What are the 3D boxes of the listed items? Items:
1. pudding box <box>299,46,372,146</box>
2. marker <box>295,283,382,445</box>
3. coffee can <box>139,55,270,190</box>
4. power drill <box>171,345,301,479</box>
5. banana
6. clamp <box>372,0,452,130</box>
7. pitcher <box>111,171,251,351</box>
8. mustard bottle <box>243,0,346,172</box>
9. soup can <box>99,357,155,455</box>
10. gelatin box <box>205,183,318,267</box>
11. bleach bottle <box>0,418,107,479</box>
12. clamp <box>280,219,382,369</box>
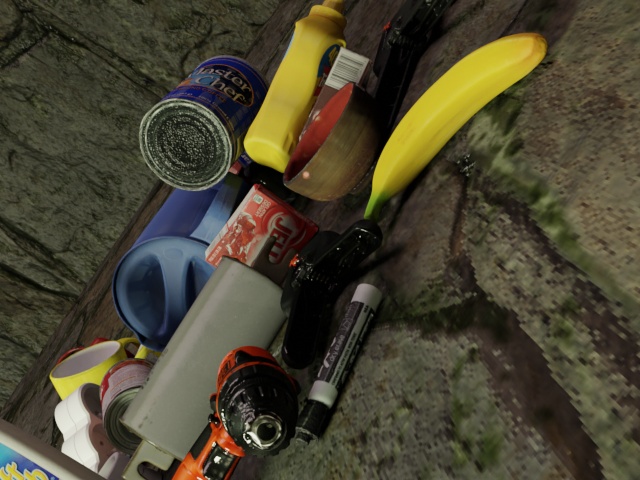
[{"bbox_3d":[0.013,-0.125,1.082,0.090,0.039,0.113,102,-167,-71],"label":"pudding box"},{"bbox_3d":[0.011,0.083,0.713,0.020,0.020,0.121,-34,26,58],"label":"marker"},{"bbox_3d":[-0.119,-0.128,1.146,0.103,0.103,0.140,-48,6,32],"label":"coffee can"},{"bbox_3d":[-0.074,0.162,0.698,0.187,0.057,0.184,-59,6,0],"label":"power drill"},{"bbox_3d":[0.098,-0.092,0.796,0.198,0.037,0.069,-48,33,34],"label":"banana"},{"bbox_3d":[0.090,-0.206,1.064,0.165,0.036,0.210,-60,9,21],"label":"clamp"},{"bbox_3d":[-0.130,0.001,1.177,0.149,0.145,0.242,-16,22,12],"label":"pitcher"},{"bbox_3d":[-0.018,-0.171,1.117,0.096,0.058,0.191,78,-147,-77],"label":"mustard bottle"},{"bbox_3d":[-0.174,0.157,1.014,0.068,0.068,0.102,-56,16,0],"label":"soup can"},{"bbox_3d":[-0.057,0.001,1.026,0.089,0.073,0.030,-53,15,11],"label":"gelatin box"},{"bbox_3d":[-0.265,0.208,0.885,0.102,0.250,0.068,-58,13,-9],"label":"bleach bottle"},{"bbox_3d":[0.004,0.024,0.834,0.120,0.039,0.171,-53,14,9],"label":"clamp"}]
